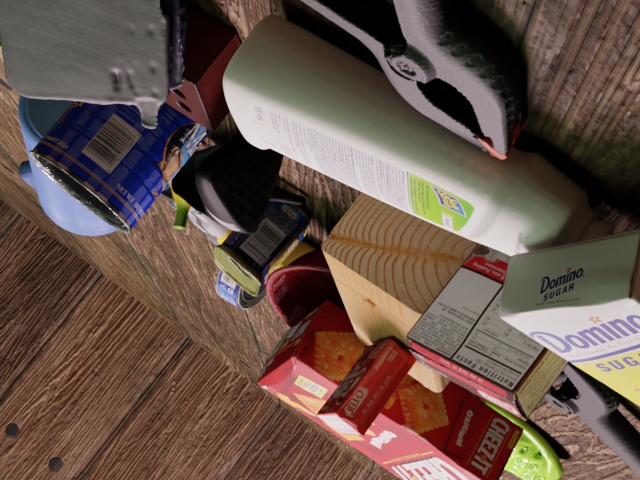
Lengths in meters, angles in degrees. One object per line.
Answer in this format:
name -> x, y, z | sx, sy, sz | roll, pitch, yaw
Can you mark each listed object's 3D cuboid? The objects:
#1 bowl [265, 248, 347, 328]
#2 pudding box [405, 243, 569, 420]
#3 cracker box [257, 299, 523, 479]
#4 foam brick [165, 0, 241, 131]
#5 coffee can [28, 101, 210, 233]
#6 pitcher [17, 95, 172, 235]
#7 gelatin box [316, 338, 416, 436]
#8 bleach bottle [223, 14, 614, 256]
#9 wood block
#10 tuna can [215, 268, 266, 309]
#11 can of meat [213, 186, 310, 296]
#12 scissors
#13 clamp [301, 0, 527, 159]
bowl -> 0.031, 0.054, 1.023 | 0.162, 0.055, 0.162 | 20, 149, 13
pudding box -> 0.124, 0.048, 0.690 | 0.090, 0.113, 0.039 | 27, 160, 39
cracker box -> 0.056, 0.155, 0.997 | 0.213, 0.072, 0.164 | 35, 159, -4
foam brick -> -0.090, -0.127, 0.784 | 0.053, 0.051, 0.078 | 33, 166, 17
coffee can -> -0.152, -0.091, 0.869 | 0.103, 0.140, 0.103 | 35, 167, 9
pitcher -> -0.244, -0.099, 1.151 | 0.145, 0.149, 0.243 | 51, 165, 7
gelatin box -> 0.035, 0.116, 0.843 | 0.030, 0.073, 0.089 | 38, 167, -1
bleach bottle -> 0.063, -0.047, 0.645 | 0.251, 0.068, 0.102 | 30, 168, 19
wood block -> 0.075, 0.034, 0.823 | 0.091, 0.090, 0.206 | 33, 167, 20
tuna can -> -0.083, 0.037, 1.247 | 0.034, 0.086, 0.086 | 30, 165, 23
can of meat -> -0.057, 0.001, 1.056 | 0.057, 0.084, 0.102 | 40, 167, 3
scissors -> -0.142, -0.027, 1.186 | 0.096, 0.016, 0.201 | 50, -172, 8
clamp -> 0.042, -0.105, 0.545 | 0.120, 0.039, 0.171 | 24, 161, 49
